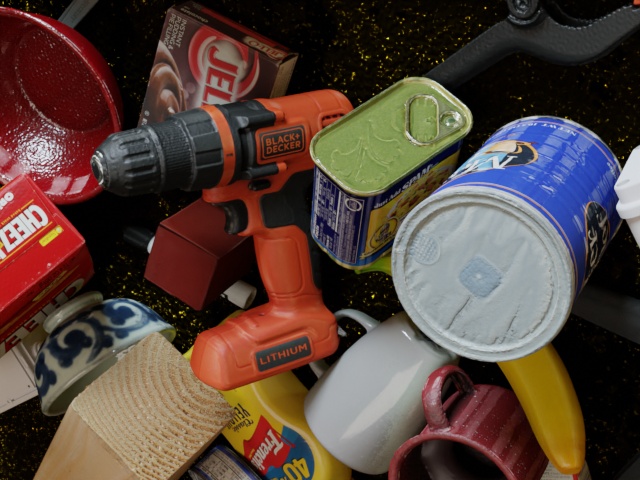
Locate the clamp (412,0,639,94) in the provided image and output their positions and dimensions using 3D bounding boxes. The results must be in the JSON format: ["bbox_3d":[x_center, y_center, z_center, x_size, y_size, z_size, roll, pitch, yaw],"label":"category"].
[{"bbox_3d":[0.120,-0.134,0.634,0.172,0.039,0.120,16,126,29],"label":"clamp"}]

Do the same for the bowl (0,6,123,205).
[{"bbox_3d":[-0.207,-0.109,0.803,0.162,0.055,0.162,13,128,18],"label":"bowl"}]

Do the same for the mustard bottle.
[{"bbox_3d":[-0.031,0.150,0.833,0.191,0.058,0.096,50,134,-1],"label":"mustard bottle"}]

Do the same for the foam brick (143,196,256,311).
[{"bbox_3d":[-0.083,0.006,0.784,0.053,0.078,0.051,31,122,13],"label":"foam brick"}]

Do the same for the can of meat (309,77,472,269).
[{"bbox_3d":[0.041,-0.040,0.668,0.057,0.102,0.084,43,153,25],"label":"can of meat"}]

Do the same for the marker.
[{"bbox_3d":[-0.105,0.017,0.837,0.121,0.020,0.020,28,123,15],"label":"marker"}]

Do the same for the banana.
[{"bbox_3d":[0.111,0.065,0.705,0.198,0.069,0.037,43,161,19],"label":"banana"}]

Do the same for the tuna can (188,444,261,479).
[{"bbox_3d":[-0.066,0.206,0.859,0.086,0.033,0.086,42,160,19],"label":"tuna can"}]

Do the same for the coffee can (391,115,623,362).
[{"bbox_3d":[0.115,-0.005,0.631,0.103,0.140,0.103,12,117,24],"label":"coffee can"}]

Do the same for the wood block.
[{"bbox_3d":[-0.155,0.167,0.851,0.090,0.090,0.206,45,145,5],"label":"wood block"}]

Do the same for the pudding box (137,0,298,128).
[{"bbox_3d":[-0.075,-0.100,0.754,0.090,0.039,0.114,29,123,14],"label":"pudding box"}]

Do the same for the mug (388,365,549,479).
[{"bbox_3d":[0.098,0.137,0.706,0.093,0.081,0.117,-19,101,34],"label":"mug"}]

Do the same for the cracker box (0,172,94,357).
[{"bbox_3d":[-0.249,0.043,0.780,0.072,0.164,0.214,49,167,0],"label":"cracker box"}]

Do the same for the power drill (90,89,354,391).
[{"bbox_3d":[-0.055,0.001,0.704,0.057,0.184,0.188,29,127,53],"label":"power drill"}]
